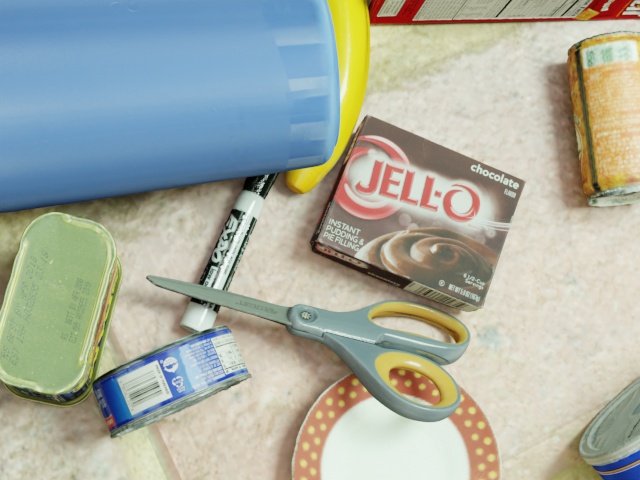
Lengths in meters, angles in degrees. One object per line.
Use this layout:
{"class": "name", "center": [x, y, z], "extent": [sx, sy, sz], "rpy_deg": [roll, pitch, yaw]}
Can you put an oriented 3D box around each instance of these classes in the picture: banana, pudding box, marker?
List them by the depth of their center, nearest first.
{"class": "marker", "center": [-0.054, 0.001, 0.660], "extent": [0.020, 0.020, 0.121], "rpy_deg": [24, 76, -5]}
{"class": "pudding box", "center": [0.061, -0.015, 0.672], "extent": [0.113, 0.039, 0.090], "rpy_deg": [23, 76, -5]}
{"class": "banana", "center": [-0.001, -0.129, 0.688], "extent": [0.070, 0.037, 0.198], "rpy_deg": [-12, 78, 12]}

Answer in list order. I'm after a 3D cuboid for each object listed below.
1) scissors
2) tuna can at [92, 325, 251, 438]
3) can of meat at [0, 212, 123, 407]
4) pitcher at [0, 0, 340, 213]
{"class": "scissors", "center": [0.000, 0.063, 0.627], "extent": [0.201, 0.016, 0.096], "rpy_deg": [5, 43, -19]}
{"class": "tuna can", "center": [-0.085, 0.079, 0.605], "extent": [0.086, 0.086, 0.034], "rpy_deg": [-22, 83, -13]}
{"class": "can of meat", "center": [-0.148, 0.040, 0.603], "extent": [0.057, 0.084, 0.102], "rpy_deg": [14, 77, -7]}
{"class": "pitcher", "center": [-0.117, -0.092, 0.606], "extent": [0.242, 0.145, 0.149], "rpy_deg": [-6, 88, -7]}
